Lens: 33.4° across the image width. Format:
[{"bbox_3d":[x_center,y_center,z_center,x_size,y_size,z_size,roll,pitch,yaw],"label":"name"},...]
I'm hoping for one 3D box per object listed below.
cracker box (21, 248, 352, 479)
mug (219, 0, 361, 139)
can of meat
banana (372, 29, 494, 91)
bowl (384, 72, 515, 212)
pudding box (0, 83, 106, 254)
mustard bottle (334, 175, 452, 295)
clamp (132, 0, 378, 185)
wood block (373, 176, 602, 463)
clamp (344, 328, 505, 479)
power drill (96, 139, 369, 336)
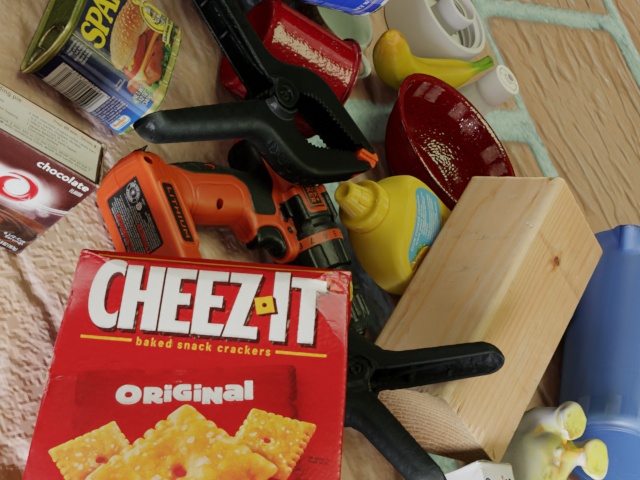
[{"bbox_3d":[-0.069,0.111,0.581,0.164,0.072,0.213,5,53,0],"label":"cracker box"},{"bbox_3d":[-0.026,-0.149,0.862,0.081,0.093,0.117,27,46,-27],"label":"mug"},{"bbox_3d":[-0.148,-0.134,0.742,0.083,0.058,0.102,37,43,-30],"label":"can of meat"},{"bbox_3d":[0.093,-0.168,1.018,0.197,0.070,0.037,-5,57,-56],"label":"banana"},{"bbox_3d":[0.110,-0.072,0.980,0.162,0.055,0.162,31,40,-30],"label":"bowl"},{"bbox_3d":[-0.193,-0.047,0.603,0.113,0.090,0.039,29,45,-33],"label":"pudding box"},{"bbox_3d":[0.075,0.002,0.867,0.191,0.058,0.096,34,58,-43],"label":"mustard bottle"},{"bbox_3d":[-0.040,-0.109,0.769,0.209,0.036,0.164,24,56,-39],"label":"clamp"},{"bbox_3d":[0.124,0.056,0.812,0.090,0.090,0.206,53,57,-33],"label":"wood block"},{"bbox_3d":[0.034,0.091,0.709,0.172,0.039,0.120,23,45,27],"label":"clamp"},{"bbox_3d":[-0.055,0.001,0.753,0.187,0.057,0.184,-8,67,-53],"label":"power drill"}]
